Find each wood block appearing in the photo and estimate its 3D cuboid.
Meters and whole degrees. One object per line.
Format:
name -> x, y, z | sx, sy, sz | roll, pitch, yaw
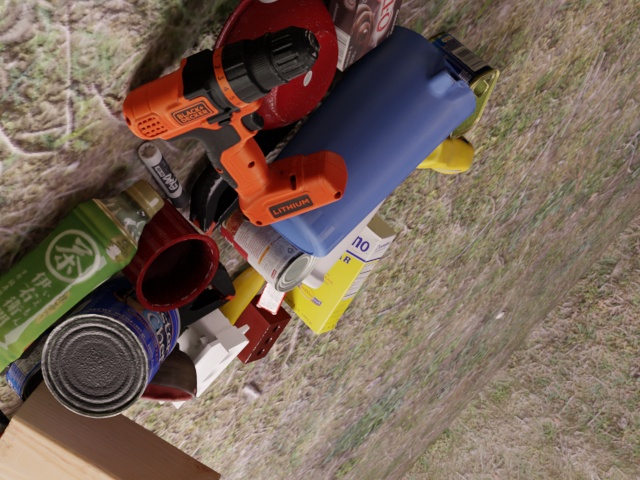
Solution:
wood block -> -0.218, 0.236, 1.072 | 0.090, 0.206, 0.090 | -56, -176, 24

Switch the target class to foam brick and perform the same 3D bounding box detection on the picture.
foam brick -> -0.086, 0.118, 1.438 | 0.052, 0.051, 0.078 | -12, 140, -56

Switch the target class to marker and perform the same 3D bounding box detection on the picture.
marker -> -0.151, -0.061, 1.040 | 0.020, 0.020, 0.121 | -42, 159, -9

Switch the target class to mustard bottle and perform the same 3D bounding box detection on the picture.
mustard bottle -> 0.146, -0.119, 1.378 | 0.191, 0.096, 0.058 | 2, 103, -63

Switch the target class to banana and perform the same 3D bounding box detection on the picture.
banana -> -0.122, 0.102, 1.368 | 0.069, 0.037, 0.198 | -29, 154, -49

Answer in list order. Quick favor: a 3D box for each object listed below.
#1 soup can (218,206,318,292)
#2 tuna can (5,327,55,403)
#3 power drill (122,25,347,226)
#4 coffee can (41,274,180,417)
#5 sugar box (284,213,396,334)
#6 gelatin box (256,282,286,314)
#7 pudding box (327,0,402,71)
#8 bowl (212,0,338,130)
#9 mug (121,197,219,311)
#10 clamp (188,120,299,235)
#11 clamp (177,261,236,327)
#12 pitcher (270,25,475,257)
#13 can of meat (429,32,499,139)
soup can -> -0.058, 0.001, 1.210 | 0.068, 0.102, 0.068 | -38, 158, -19
tuna can -> -0.286, 0.132, 1.119 | 0.086, 0.034, 0.086 | -38, 157, -19
power drill -> -0.051, -0.098, 0.937 | 0.185, 0.057, 0.187 | -17, 139, 24
coffee can -> -0.203, 0.100, 1.052 | 0.103, 0.103, 0.140 | -51, -176, 13
sugar box -> 0.017, 0.030, 1.414 | 0.048, 0.093, 0.176 | -17, 144, -51
gelatin box -> -0.045, 0.040, 1.363 | 0.073, 0.030, 0.089 | -64, 178, -49
pudding box -> 0.046, -0.235, 1.051 | 0.089, 0.039, 0.114 | -40, 161, -35
bowl -> -0.032, -0.162, 0.987 | 0.161, 0.055, 0.162 | -42, 152, -30
mug -> -0.154, 0.013, 1.056 | 0.093, 0.082, 0.117 | -50, 145, 5
clamp -> -0.090, -0.083, 1.091 | 0.171, 0.039, 0.120 | -57, 151, 10
clamp -> -0.169, 0.067, 1.211 | 0.165, 0.036, 0.209 | -53, 157, 9
pitcher -> 0.038, -0.101, 1.145 | 0.242, 0.145, 0.149 | -47, 152, -11
can of meat -> 0.157, -0.188, 1.290 | 0.057, 0.084, 0.102 | -31, 155, -33
